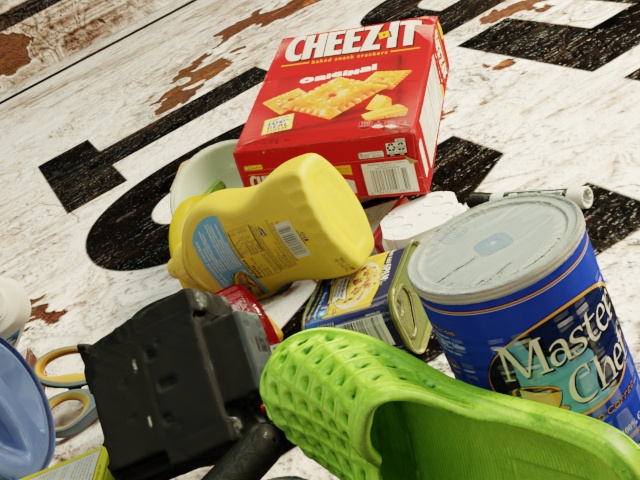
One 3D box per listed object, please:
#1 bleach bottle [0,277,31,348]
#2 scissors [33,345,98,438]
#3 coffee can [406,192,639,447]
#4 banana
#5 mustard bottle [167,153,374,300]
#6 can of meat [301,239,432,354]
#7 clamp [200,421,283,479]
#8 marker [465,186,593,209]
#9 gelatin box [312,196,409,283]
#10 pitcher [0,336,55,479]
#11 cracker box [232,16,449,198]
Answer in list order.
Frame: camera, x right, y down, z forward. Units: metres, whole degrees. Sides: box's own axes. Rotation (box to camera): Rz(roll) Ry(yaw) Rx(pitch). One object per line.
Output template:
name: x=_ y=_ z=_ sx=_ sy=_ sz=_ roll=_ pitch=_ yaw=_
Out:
bleach bottle: x=-0.325 y=0.085 z=0.993 sx=0.102 sy=0.068 sz=0.251 roll=-29 pitch=-2 yaw=-24
scissors: x=-0.164 y=0.129 z=0.914 sx=0.202 sy=0.016 sz=0.096 roll=2 pitch=57 yaw=22
coffee can: x=0.123 y=0.058 z=0.621 sx=0.103 sy=0.140 sz=0.103 roll=-22 pitch=23 yaw=10
banana: x=-0.094 y=0.025 z=0.945 sx=0.069 sy=0.037 sz=0.198 roll=-29 pitch=54 yaw=7
mustard bottle: x=-0.055 y=0.001 z=0.862 sx=0.192 sy=0.096 sz=0.058 roll=-19 pitch=24 yaw=38
can of meat: x=0.039 y=0.052 z=0.827 sx=0.084 sy=0.057 sz=0.102 roll=-17 pitch=24 yaw=26
clamp: x=-0.117 y=0.203 z=0.632 sx=0.165 sy=0.036 sz=0.209 roll=-35 pitch=12 yaw=46
marker: x=0.176 y=-0.035 z=0.916 sx=0.121 sy=0.020 sz=0.020 roll=-1 pitch=34 yaw=45
gelatin box: x=0.036 y=0.001 z=0.963 sx=0.089 sy=0.030 sz=0.073 roll=-17 pitch=24 yaw=40
pitcher: x=-0.353 y=0.168 z=0.868 sx=0.243 sy=0.145 sz=0.149 roll=-27 pitch=39 yaw=13
cracker box: x=0.026 y=-0.123 z=0.987 sx=0.164 sy=0.072 sz=0.213 roll=-5 pitch=38 yaw=16
